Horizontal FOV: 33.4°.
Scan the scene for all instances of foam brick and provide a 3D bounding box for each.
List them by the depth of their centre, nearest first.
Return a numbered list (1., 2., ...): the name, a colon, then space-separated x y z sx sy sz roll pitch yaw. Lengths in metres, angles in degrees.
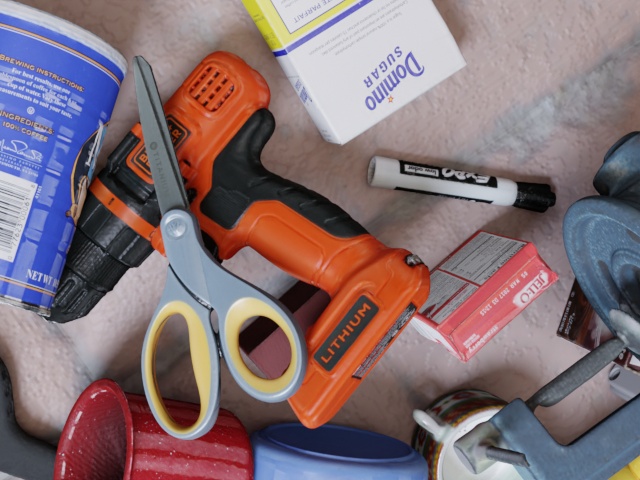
1. foam brick: -0.003 0.056 0.634 0.078 0.053 0.051 -42 103 -4

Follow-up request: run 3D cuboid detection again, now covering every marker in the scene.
1. marker: 0.089 -0.034 0.660 0.121 0.020 0.020 8 95 -13

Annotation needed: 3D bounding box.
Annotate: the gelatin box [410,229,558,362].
1. gelatin box: 0.091 0.031 0.632 0.073 0.089 0.030 -41 102 -5

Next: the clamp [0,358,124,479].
1. clamp: -0.197 0.118 0.608 0.164 0.036 0.210 -24 98 -17

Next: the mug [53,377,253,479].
1. mug: -0.093 0.139 0.586 0.081 0.093 0.117 15 82 -34

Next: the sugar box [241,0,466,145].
1. sugar box: 0.000 -0.153 0.615 0.093 0.048 0.176 -32 105 -7

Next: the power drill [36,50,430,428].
1. power drill: -0.049 0.014 0.582 0.188 0.057 0.184 40 93 13

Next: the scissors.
1. scissors: -0.054 0.001 0.548 0.096 0.016 0.202 -1 84 14

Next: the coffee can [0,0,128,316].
1. coffee can: -0.168 -0.042 0.550 0.102 0.103 0.140 18 82 -13
